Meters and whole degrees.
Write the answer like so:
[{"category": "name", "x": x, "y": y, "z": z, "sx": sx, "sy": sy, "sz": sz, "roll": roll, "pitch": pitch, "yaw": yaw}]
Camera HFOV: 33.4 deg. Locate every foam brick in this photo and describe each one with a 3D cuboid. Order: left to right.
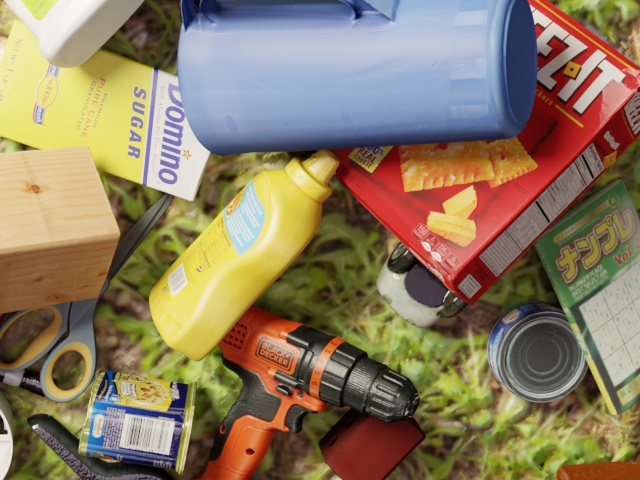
[{"category": "foam brick", "x": 0.043, "y": 0.173, "z": 0.927, "sx": 0.051, "sy": 0.053, "sz": 0.078, "roll": 42, "pitch": 92, "yaw": -12}]

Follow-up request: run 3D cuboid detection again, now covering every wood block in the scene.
[{"category": "wood block", "x": -0.264, "y": -0.001, "z": 0.780, "sx": 0.205, "sy": 0.090, "sz": 0.091, "roll": -8, "pitch": 59, "yaw": -30}]

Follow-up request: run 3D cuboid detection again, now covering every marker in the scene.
[{"category": "marker", "x": -0.281, "y": 0.105, "z": 0.894, "sx": 0.121, "sy": 0.020, "sz": 0.020, "roll": 21, "pitch": 97, "yaw": -10}]

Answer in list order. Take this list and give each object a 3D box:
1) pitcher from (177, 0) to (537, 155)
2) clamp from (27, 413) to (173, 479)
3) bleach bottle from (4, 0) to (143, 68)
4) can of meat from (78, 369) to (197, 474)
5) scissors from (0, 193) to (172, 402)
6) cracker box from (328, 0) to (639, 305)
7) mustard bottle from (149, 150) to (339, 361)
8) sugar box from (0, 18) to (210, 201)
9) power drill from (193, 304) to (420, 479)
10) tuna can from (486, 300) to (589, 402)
[{"category": "pitcher", "x": 0.024, "y": -0.132, "z": 0.768, "sx": 0.243, "sy": 0.149, "sz": 0.145, "roll": 2, "pitch": 104, "yaw": 25}, {"category": "clamp", "x": -0.186, "y": 0.212, "z": 0.915, "sx": 0.171, "sy": 0.039, "sz": 0.120, "roll": 7, "pitch": 104, "yaw": -14}, {"category": "bleach bottle", "x": -0.241, "y": -0.252, "z": 0.791, "sx": 0.103, "sy": 0.068, "sz": 0.251, "roll": -43, "pitch": 86, "yaw": 10}, {"category": "can of meat", "x": -0.148, "y": 0.146, "z": 0.875, "sx": 0.084, "sy": 0.102, "sz": 0.057, "roll": 11, "pitch": 98, "yaw": -6}, {"category": "scissors", "x": -0.180, "y": 0.056, "z": 0.888, "sx": 0.201, "sy": 0.016, "sz": 0.096, "roll": -36, "pitch": 94, "yaw": -4}, {"category": "cracker box", "x": 0.129, "y": -0.083, "z": 0.836, "sx": 0.214, "sy": 0.072, "sz": 0.164, "roll": -46, "pitch": 60, "yaw": 4}, {"category": "mustard bottle", "x": -0.055, "y": 0.001, "z": 0.846, "sx": 0.058, "sy": 0.096, "sz": 0.192, "roll": 36, "pitch": 105, "yaw": -28}, {"category": "sugar box", "x": -0.170, "y": -0.103, "z": 0.854, "sx": 0.176, "sy": 0.048, "sz": 0.093, "roll": 18, "pitch": 98, "yaw": -8}, {"category": "power drill", "x": -0.025, "y": 0.162, "z": 0.883, "sx": 0.185, "sy": 0.057, "sz": 0.188, "roll": 23, "pitch": 99, "yaw": 24}, {"category": "tuna can", "x": 0.192, "y": 0.098, "z": 0.939, "sx": 0.086, "sy": 0.034, "sz": 0.086, "roll": -1, "pitch": 101, "yaw": -6}]
